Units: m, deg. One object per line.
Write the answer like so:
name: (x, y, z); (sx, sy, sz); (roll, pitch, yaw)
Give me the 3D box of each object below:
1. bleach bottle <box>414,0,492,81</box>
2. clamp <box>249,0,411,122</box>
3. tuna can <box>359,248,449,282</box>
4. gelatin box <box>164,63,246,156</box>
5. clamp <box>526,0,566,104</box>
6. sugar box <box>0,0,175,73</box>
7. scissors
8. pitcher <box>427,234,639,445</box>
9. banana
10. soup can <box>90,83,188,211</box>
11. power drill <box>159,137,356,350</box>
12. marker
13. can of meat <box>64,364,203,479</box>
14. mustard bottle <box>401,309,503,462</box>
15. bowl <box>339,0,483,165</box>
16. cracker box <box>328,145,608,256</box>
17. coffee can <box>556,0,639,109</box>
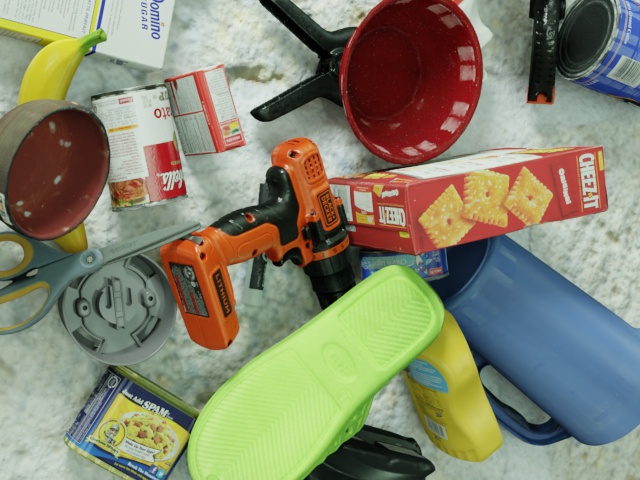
bleach bottle: (0.111, -0.270, 1.041); (0.102, 0.068, 0.251); (-23, 105, 7)
clamp: (0.008, -0.178, 1.020); (0.171, 0.039, 0.120); (-8, 105, -30)
tuna can: (0.081, 0.021, 1.038); (0.086, 0.086, 0.034); (-9, 95, -24)
gelatin box: (-0.103, -0.114, 0.944); (0.030, 0.089, 0.073); (-20, 101, -24)
clamp: (0.230, -0.243, 1.079); (0.036, 0.164, 0.210); (5, 100, 12)
sugar box: (-0.215, -0.209, 0.913); (0.176, 0.048, 0.093); (12, 88, -29)
scissors: (-0.207, 0.005, 0.896); (0.202, 0.016, 0.096); (-33, 75, -1)
pitcher: (0.218, 0.102, 1.093); (0.242, 0.145, 0.149); (37, 65, -18)
banana: (-0.225, -0.084, 0.902); (0.070, 0.037, 0.198); (13, 107, 17)
soup can: (-0.158, -0.081, 0.932); (0.068, 0.069, 0.102); (-13, 98, -24)
power drill: (-0.047, 0.021, 0.969); (0.187, 0.057, 0.184); (-35, 116, -39)
marker: (-0.057, 0.001, 1.010); (0.020, 0.020, 0.121); (9, 89, -25)
can of meat: (-0.164, 0.166, 0.948); (0.102, 0.058, 0.084); (35, 79, -23)
mustard bottle: (0.113, 0.121, 1.030); (0.058, 0.096, 0.191); (-34, 121, -19)
bowl: (0.075, -0.155, 1.007); (0.161, 0.055, 0.162); (-9, 107, -30)
cracker box: (0.137, -0.041, 1.018); (0.213, 0.164, 0.072); (-11, 99, -24)
coffee can: (0.334, -0.197, 1.136); (0.140, 0.103, 0.103); (16, 86, -25)
